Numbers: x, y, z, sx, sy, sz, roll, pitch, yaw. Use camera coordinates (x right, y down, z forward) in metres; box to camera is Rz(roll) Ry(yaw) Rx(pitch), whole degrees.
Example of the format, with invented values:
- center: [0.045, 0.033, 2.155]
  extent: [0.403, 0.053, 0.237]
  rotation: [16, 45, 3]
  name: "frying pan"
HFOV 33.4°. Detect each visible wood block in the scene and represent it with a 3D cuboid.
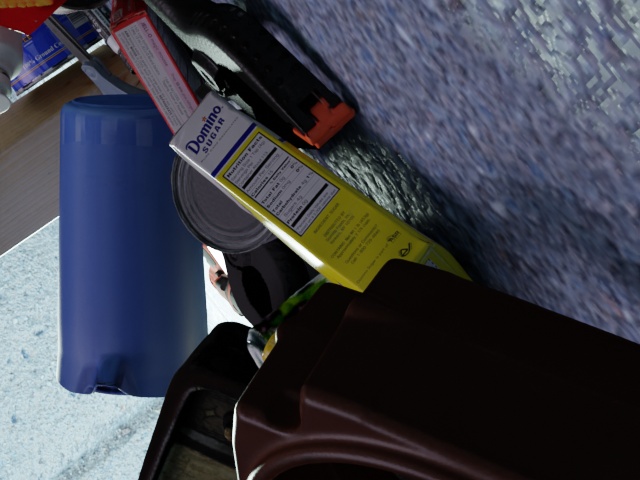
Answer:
- center: [-0.258, -0.088, 1.020]
  extent: [0.090, 0.206, 0.090]
  rotation: [37, 160, 53]
  name: "wood block"

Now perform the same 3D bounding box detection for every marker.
- center: [-0.189, -0.189, 0.926]
  extent: [0.121, 0.020, 0.020]
  rotation: [50, 168, 14]
  name: "marker"

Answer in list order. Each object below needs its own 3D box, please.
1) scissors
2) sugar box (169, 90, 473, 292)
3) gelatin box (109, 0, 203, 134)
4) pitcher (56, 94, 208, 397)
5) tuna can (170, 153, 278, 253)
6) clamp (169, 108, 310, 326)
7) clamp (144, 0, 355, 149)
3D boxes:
- center: [-0.181, -0.145, 0.931]
  extent: [0.096, 0.016, 0.201]
  rotation: [7, 142, 37]
  name: "scissors"
- center: [0.003, -0.007, 0.567]
  extent: [0.176, 0.048, 0.093]
  rotation: [34, 175, 37]
  name: "sugar box"
- center: [-0.113, -0.126, 0.740]
  extent: [0.089, 0.030, 0.073]
  rotation: [60, -174, -28]
  name: "gelatin box"
- center: [-0.158, 0.001, 0.906]
  extent: [0.149, 0.144, 0.243]
  rotation: [18, 111, 50]
  name: "pitcher"
- center: [-0.053, -0.036, 0.692]
  extent: [0.086, 0.086, 0.033]
  rotation: [51, -150, 9]
  name: "tuna can"
- center: [-0.055, 0.001, 0.761]
  extent: [0.120, 0.039, 0.171]
  rotation: [-16, 91, 61]
  name: "clamp"
- center: [-0.058, -0.111, 0.597]
  extent: [0.210, 0.036, 0.164]
  rotation: [38, 169, 50]
  name: "clamp"
